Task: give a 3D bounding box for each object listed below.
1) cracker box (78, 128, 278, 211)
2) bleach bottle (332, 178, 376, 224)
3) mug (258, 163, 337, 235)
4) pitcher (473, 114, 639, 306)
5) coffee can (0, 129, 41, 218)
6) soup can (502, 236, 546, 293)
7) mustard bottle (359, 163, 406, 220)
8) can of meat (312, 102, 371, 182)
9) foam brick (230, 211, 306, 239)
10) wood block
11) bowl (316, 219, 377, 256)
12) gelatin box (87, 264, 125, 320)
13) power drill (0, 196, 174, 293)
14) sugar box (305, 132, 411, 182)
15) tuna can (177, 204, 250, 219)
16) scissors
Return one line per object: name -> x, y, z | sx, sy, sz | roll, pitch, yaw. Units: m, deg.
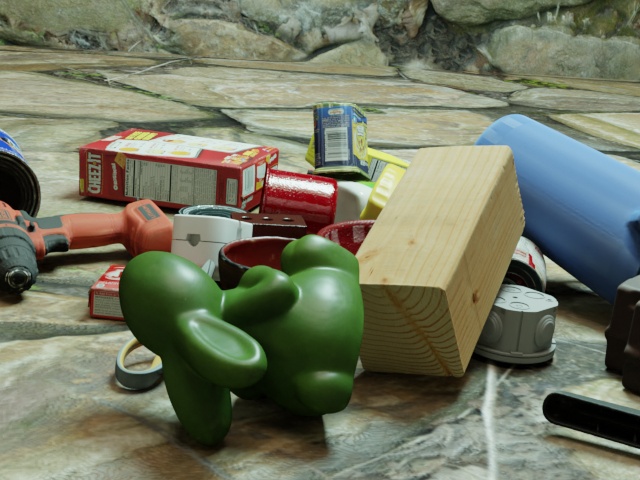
cracker box -> -0.177, -0.088, 1.365 | 0.214, 0.072, 0.164 | 8, 15, 13
bleach bottle -> 0.116, -0.041, 1.310 | 0.250, 0.068, 0.103 | -3, 14, -37
mug -> -0.028, -0.030, 1.201 | 0.081, 0.093, 0.117 | 9, -21, -5
pitcher -> 0.269, -0.027, 1.098 | 0.144, 0.149, 0.243 | -16, 40, -38
coffee can -> -0.364, -0.064, 1.157 | 0.102, 0.103, 0.140 | -1, 17, -23
soup can -> 0.184, 0.037, 1.036 | 0.068, 0.068, 0.102 | 8, 15, 11
mustard bottle -> 0.143, -0.013, 1.164 | 0.191, 0.058, 0.096 | 26, 33, 4
can of meat -> 0.025, -0.116, 1.283 | 0.057, 0.084, 0.102 | -2, -5, 14
foam brick -> -0.057, 0.001, 1.117 | 0.078, 0.051, 0.053 | 2, 15, -9
wood block -> 0.101, 0.011, 0.901 | 0.090, 0.091, 0.205 | 1, 35, 27
bowl -> 0.074, 0.028, 1.052 | 0.162, 0.055, 0.162 | 4, 18, -2
gelatin box -> -0.156, 0.048, 0.959 | 0.089, 0.030, 0.073 | 6, 16, 3
power drill -> -0.241, 0.002, 1.047 | 0.187, 0.057, 0.185 | -1, 21, -25
sugar box -> 0.075, -0.094, 1.400 | 0.176, 0.048, 0.093 | 13, 10, -15
tuna can -> -0.117, -0.014, 1.186 | 0.086, 0.034, 0.086 | 5, 16, -2
scissors -> -0.094, 0.070, 0.872 | 0.096, 0.016, 0.201 | 17, 28, 16
